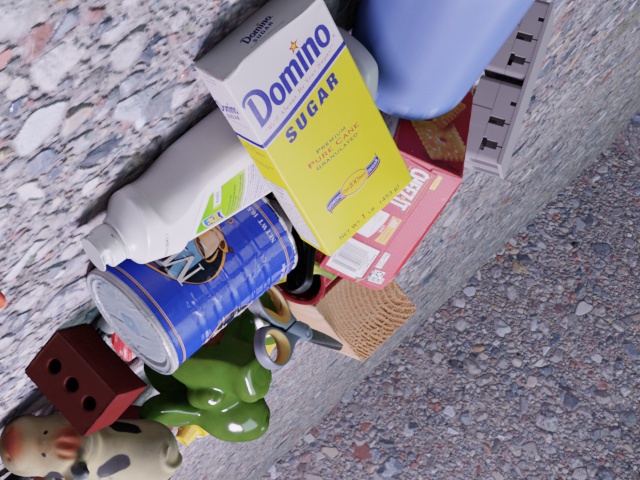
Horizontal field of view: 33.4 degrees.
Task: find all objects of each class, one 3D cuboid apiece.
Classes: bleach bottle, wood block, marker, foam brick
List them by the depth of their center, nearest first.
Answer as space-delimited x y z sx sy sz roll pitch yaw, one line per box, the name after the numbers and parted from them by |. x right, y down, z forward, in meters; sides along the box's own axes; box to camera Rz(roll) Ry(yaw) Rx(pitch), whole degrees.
-0.069 -0.062 0.801 0.250 0.068 0.103 -36 157 -25 | bleach bottle
-0.199 0.118 0.907 0.053 0.078 0.051 -49 169 14 | foam brick
-0.201 0.090 0.947 0.121 0.020 0.020 -50 167 18 | marker
0.021 0.072 1.283 0.090 0.090 0.206 -43 -167 -12 | wood block

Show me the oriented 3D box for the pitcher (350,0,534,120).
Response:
0.097 -0.200 0.790 0.149 0.145 0.243 -28 166 -20 | pitcher

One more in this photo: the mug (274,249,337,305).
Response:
-0.019 0.012 1.176 0.117 0.093 0.081 -14 -159 47 | mug

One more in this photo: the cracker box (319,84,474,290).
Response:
0.078 -0.083 0.983 0.213 0.072 0.164 -74 -169 -45 | cracker box

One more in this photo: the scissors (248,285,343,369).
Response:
-0.022 0.108 1.085 0.016 0.096 0.201 -15 144 23 | scissors

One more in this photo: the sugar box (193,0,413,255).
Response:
-0.007 -0.082 0.759 0.093 0.048 0.176 -43 132 -13 | sugar box

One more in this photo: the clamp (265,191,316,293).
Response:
-0.022 -0.041 1.001 0.039 0.120 0.171 -15 -154 27 | clamp

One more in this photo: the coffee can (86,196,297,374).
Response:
-0.103 0.026 0.868 0.140 0.103 0.103 -40 167 -25 | coffee can
